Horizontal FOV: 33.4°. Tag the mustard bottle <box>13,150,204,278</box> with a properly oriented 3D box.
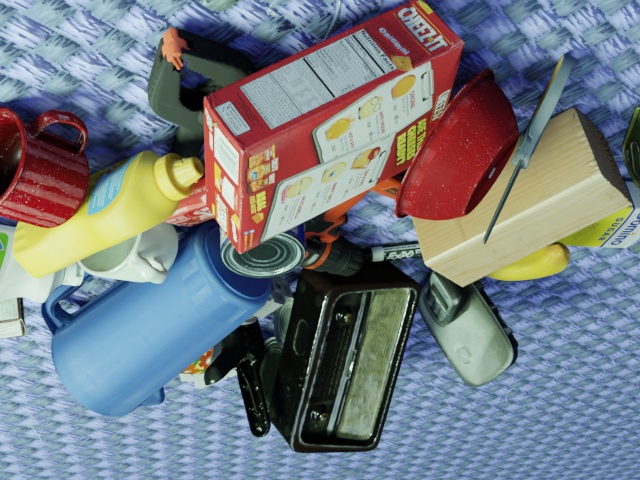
[{"bbox_3d":[-0.185,-0.033,0.960,0.192,0.096,0.058,-22,120,26],"label":"mustard bottle"}]

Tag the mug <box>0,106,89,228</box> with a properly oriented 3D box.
[{"bbox_3d":[-0.246,-0.066,0.911,0.117,0.093,0.081,-45,146,17],"label":"mug"}]

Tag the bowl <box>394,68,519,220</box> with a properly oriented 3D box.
[{"bbox_3d":[0.135,-0.075,0.986,0.162,0.055,0.162,-51,165,-20],"label":"bowl"}]

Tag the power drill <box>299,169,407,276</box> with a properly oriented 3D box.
[{"bbox_3d":[0.030,-0.028,1.116,0.188,0.057,0.184,-33,146,31],"label":"power drill"}]

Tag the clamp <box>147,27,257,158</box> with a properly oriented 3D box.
[{"bbox_3d":[-0.081,-0.120,0.929,0.164,0.036,0.210,-16,155,2],"label":"clamp"}]

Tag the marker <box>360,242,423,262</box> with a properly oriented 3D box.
[{"bbox_3d":[0.090,0.014,1.254,0.121,0.020,0.020,-6,150,-14],"label":"marker"}]

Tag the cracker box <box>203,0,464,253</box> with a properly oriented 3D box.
[{"bbox_3d":[0.006,-0.097,0.908,0.213,0.072,0.164,-29,156,-18],"label":"cracker box"}]

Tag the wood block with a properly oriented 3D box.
[{"bbox_3d":[0.207,-0.043,1.130,0.206,0.091,0.090,-28,147,26],"label":"wood block"}]

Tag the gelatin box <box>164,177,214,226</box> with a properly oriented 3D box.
[{"bbox_3d":[-0.111,-0.039,1.036,0.073,0.030,0.089,-18,175,8],"label":"gelatin box"}]

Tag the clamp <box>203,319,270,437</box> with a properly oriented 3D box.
[{"bbox_3d":[-0.089,0.145,1.253,0.039,0.171,0.120,-16,122,17],"label":"clamp"}]

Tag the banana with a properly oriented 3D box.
[{"bbox_3d":[0.239,0.027,1.246,0.069,0.037,0.198,-2,174,-27],"label":"banana"}]

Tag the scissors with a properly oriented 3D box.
[{"bbox_3d":[0.190,-0.080,1.000,0.016,0.201,0.096,26,173,5],"label":"scissors"}]

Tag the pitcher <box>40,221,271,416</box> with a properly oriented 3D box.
[{"bbox_3d":[-0.179,0.076,1.159,0.243,0.145,0.149,-36,156,29],"label":"pitcher"}]

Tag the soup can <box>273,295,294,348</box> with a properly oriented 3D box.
[{"bbox_3d":[0.000,0.106,1.330,0.102,0.068,0.069,7,145,-32],"label":"soup can"}]

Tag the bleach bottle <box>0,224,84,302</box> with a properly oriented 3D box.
[{"bbox_3d":[-0.350,0.029,1.011,0.250,0.102,0.068,5,158,-28],"label":"bleach bottle"}]

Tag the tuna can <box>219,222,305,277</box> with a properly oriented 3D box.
[{"bbox_3d":[-0.057,0.001,1.058,0.086,0.034,0.086,-2,145,-2],"label":"tuna can"}]
